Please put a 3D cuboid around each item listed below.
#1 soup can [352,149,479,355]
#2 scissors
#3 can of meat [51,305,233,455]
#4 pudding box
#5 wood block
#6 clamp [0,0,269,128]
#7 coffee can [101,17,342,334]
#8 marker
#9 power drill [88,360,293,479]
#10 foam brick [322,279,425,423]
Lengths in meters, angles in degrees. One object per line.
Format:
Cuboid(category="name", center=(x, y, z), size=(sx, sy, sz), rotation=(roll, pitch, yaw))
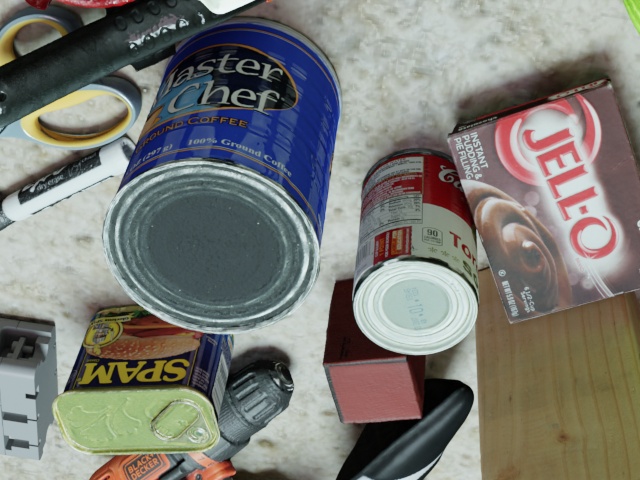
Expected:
Cuboid(category="soup can", center=(0.053, 0.005, 0.591), size=(0.068, 0.102, 0.068), rotation=(3, 128, 4))
Cuboid(category="scissors", center=(-0.203, -0.081, 0.610), size=(0.202, 0.016, 0.096), rotation=(-5, 126, 10))
Cuboid(category="can of meat", center=(-0.110, 0.087, 0.686), size=(0.102, 0.084, 0.057), rotation=(-3, 127, 9))
Cuboid(category="pudding box", center=(0.130, -0.021, 0.579), size=(0.090, 0.039, 0.113), rotation=(-17, 101, 20))
Cuboid(category="wood block", center=(0.143, 0.102, 0.591), size=(0.090, 0.206, 0.090), rotation=(-18, 123, 19))
Cuboid(category="clamp", center=(-0.093, -0.099, 0.516), size=(0.171, 0.120, 0.039), rotation=(-26, 111, 4))
Cuboid(category="coffee can", center=(-0.045, -0.037, 0.546), size=(0.103, 0.140, 0.103), rotation=(3, 128, 4))
Cuboid(category="marker", center=(-0.162, -0.030, 0.642), size=(0.121, 0.020, 0.020), rotation=(-22, 122, 22))
Cuboid(category="power drill", center=(-0.058, 0.195, 0.722), size=(0.185, 0.188, 0.057), rotation=(-37, 160, 23))
Cuboid(category="foam brick", center=(0.035, 0.066, 0.657), size=(0.053, 0.078, 0.051), rotation=(-7, 127, 14))
